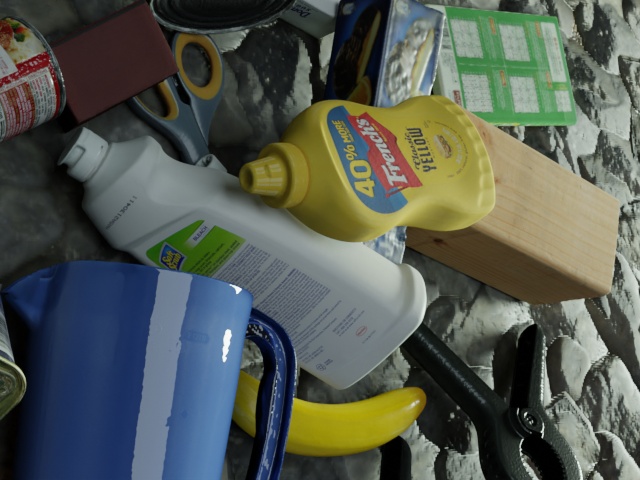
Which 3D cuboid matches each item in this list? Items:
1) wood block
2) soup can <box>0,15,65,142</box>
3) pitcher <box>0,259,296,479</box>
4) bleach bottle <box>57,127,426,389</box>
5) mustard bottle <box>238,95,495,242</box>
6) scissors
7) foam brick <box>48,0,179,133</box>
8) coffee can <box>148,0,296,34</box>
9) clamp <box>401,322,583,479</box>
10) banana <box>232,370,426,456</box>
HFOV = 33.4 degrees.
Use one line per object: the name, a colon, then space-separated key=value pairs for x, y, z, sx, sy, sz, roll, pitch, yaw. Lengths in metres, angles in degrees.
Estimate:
wood block: x=0.144 y=-0.023 z=0.882 sx=0.205 sy=0.091 sz=0.090 roll=24 pitch=67 yaw=-33
soup can: x=-0.211 y=-0.083 z=0.627 sx=0.102 sy=0.069 sz=0.068 roll=-35 pitch=103 yaw=-37
pitcher: x=-0.109 y=0.138 z=0.628 sx=0.145 sy=0.149 sz=0.243 roll=40 pitch=54 yaw=-71
bleach bottle: x=-0.055 y=0.001 z=0.707 sx=0.250 sy=0.103 sz=0.068 roll=34 pitch=28 yaw=-21
mustard bottle: x=0.028 y=-0.047 z=0.706 sx=0.191 sy=0.058 sz=0.096 roll=-8 pitch=72 yaw=-39
scissors: x=-0.077 y=-0.068 z=0.764 sx=0.096 sy=0.016 sz=0.201 roll=-43 pitch=108 yaw=-36
foam brick: x=-0.140 y=-0.111 z=0.687 sx=0.078 sy=0.053 sz=0.051 roll=-32 pitch=100 yaw=-20
coffee can: x=-0.075 y=-0.227 z=0.731 sx=0.102 sy=0.103 sz=0.140 roll=1 pitch=74 yaw=-38
clamp: x=0.160 y=0.146 z=0.852 sx=0.164 sy=0.036 sz=0.210 roll=-1 pitch=54 yaw=-41
banana: x=0.000 y=0.122 z=0.771 sx=0.197 sy=0.037 sz=0.069 roll=19 pitch=72 yaw=-32
